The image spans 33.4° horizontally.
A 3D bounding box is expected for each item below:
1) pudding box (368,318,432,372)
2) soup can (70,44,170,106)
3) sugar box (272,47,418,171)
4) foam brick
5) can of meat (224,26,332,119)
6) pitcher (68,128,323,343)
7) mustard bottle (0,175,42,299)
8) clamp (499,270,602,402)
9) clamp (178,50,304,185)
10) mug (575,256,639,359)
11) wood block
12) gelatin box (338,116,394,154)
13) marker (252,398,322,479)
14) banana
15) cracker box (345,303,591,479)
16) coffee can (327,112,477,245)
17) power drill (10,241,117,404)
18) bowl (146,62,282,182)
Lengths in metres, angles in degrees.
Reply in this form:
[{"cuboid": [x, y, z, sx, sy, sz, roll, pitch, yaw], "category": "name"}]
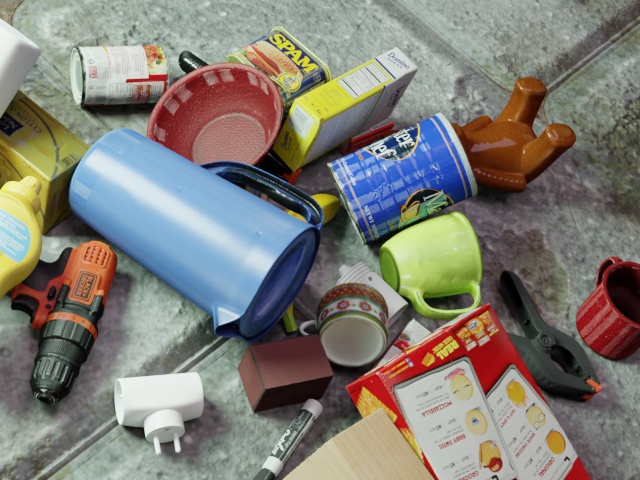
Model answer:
[{"cuboid": [0.099, 0.148, 1.119, 0.090, 0.039, 0.113, 37, 54, 6], "category": "pudding box"}, {"cuboid": [-0.232, -0.191, 1.233, 0.102, 0.069, 0.068, -6, 57, -23], "category": "soup can"}, {"cuboid": [0.030, -0.155, 1.244, 0.048, 0.093, 0.175, 46, 52, 11], "category": "sugar box"}, {"cuboid": [-0.035, 0.132, 1.072, 0.078, 0.053, 0.051, -7, 58, -25], "category": "foam brick"}, {"cuboid": [-0.052, -0.195, 1.259, 0.102, 0.057, 0.083, 43, 54, 17], "category": "can of meat"}, {"cuboid": [-0.124, -0.019, 1.082, 0.243, 0.145, 0.149, 32, 11, 16], "category": "pitcher"}, {"cuboid": [-0.313, 0.010, 0.982, 0.096, 0.058, 0.191, 29, 53, -2], "category": "mustard bottle"}, {"cuboid": [0.233, 0.120, 1.189, 0.120, 0.039, 0.171, -34, 72, -31], "category": "clamp"}, {"cuboid": [-0.059, -0.161, 1.293, 0.164, 0.036, 0.210, -17, 64, -29], "category": "clamp"}, {"cuboid": [0.345, 0.074, 1.235, 0.093, 0.082, 0.117, 1, 55, -19], "category": "mug"}, {"cuboid": [0.068, 0.268, 0.957, 0.206, 0.091, 0.090, 53, 36, 14], "category": "wood block"}, {"cuboid": [0.036, -0.155, 1.329, 0.073, 0.030, 0.089, -25, 67, -34], "category": "gelatin box"}, {"cuboid": [-0.034, 0.203, 1.041, 0.020, 0.020, 0.121, 33, 51, 6], "category": "marker"}, {"cuboid": [-0.025, 0.006, 1.174, 0.037, 0.069, 0.197, -4, 45, 28], "category": "banana"}, {"cuboid": [0.147, 0.193, 1.045, 0.163, 0.072, 0.214, -27, 86, -34], "category": "cracker box"}, {"cuboid": [0.092, -0.069, 1.201, 0.140, 0.103, 0.103, -24, 62, 0], "category": "coffee can"}, {"cuboid": [-0.303, 0.058, 1.029, 0.187, 0.057, 0.184, 19, 47, -9], "category": "power drill"}, {"cuboid": [-0.112, -0.120, 1.206, 0.162, 0.055, 0.162, -7, 61, 13], "category": "bowl"}]
